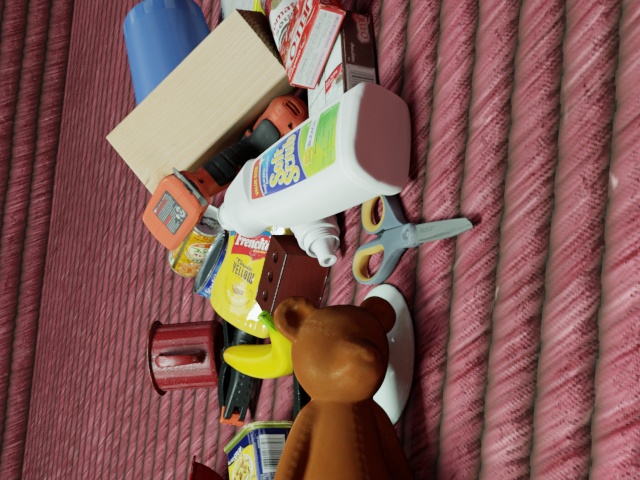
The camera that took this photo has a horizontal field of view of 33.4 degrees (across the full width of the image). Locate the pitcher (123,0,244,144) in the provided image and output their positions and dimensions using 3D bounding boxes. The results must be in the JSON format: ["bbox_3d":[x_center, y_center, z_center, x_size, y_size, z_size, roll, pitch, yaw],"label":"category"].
[{"bbox_3d":[-0.173,-0.185,1.366,0.149,0.144,0.243,-48,51,48],"label":"pitcher"}]

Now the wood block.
[{"bbox_3d":[-0.122,-0.150,1.176,0.206,0.091,0.090,-41,-4,19],"label":"wood block"}]

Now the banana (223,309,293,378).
[{"bbox_3d":[-0.052,0.114,1.114,0.037,0.069,0.198,-47,-1,-25],"label":"banana"}]

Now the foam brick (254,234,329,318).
[{"bbox_3d":[-0.028,0.039,1.089,0.053,0.051,0.078,-129,50,-60],"label":"foam brick"}]

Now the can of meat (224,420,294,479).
[{"bbox_3d":[-0.059,0.242,1.098,0.102,0.057,0.084,128,140,-53],"label":"can of meat"}]

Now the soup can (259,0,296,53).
[{"bbox_3d":[-0.022,-0.236,1.135,0.102,0.068,0.069,-109,33,-47],"label":"soup can"}]

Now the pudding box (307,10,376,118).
[{"bbox_3d":[0.020,-0.155,1.047,0.090,0.039,0.113,132,142,-56],"label":"pudding box"}]

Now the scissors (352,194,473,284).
[{"bbox_3d":[0.074,-0.021,0.903,0.202,0.016,0.096,139,134,-59],"label":"scissors"}]

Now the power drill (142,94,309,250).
[{"bbox_3d":[-0.106,-0.068,1.168,0.057,0.187,0.185,46,146,4],"label":"power drill"}]

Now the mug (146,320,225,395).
[{"bbox_3d":[-0.162,0.140,1.297,0.117,0.081,0.093,21,-116,-80],"label":"mug"}]

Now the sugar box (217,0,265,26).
[{"bbox_3d":[-0.089,-0.268,1.339,0.176,0.048,0.093,-145,62,-69],"label":"sugar box"}]

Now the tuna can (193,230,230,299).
[{"bbox_3d":[-0.123,0.033,1.316,0.086,0.033,0.086,-57,16,25],"label":"tuna can"}]

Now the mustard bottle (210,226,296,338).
[{"bbox_3d":[-0.058,0.001,1.147,0.096,0.058,0.192,31,114,36],"label":"mustard bottle"}]

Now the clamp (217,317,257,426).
[{"bbox_3d":[-0.091,0.125,1.237,0.120,0.039,0.171,123,149,-57],"label":"clamp"}]

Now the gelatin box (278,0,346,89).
[{"bbox_3d":[-0.010,-0.204,1.045,0.073,0.030,0.089,-107,34,-52],"label":"gelatin box"}]

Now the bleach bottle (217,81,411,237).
[{"bbox_3d":[-0.021,-0.054,0.999,0.251,0.068,0.102,-27,48,48],"label":"bleach bottle"}]
